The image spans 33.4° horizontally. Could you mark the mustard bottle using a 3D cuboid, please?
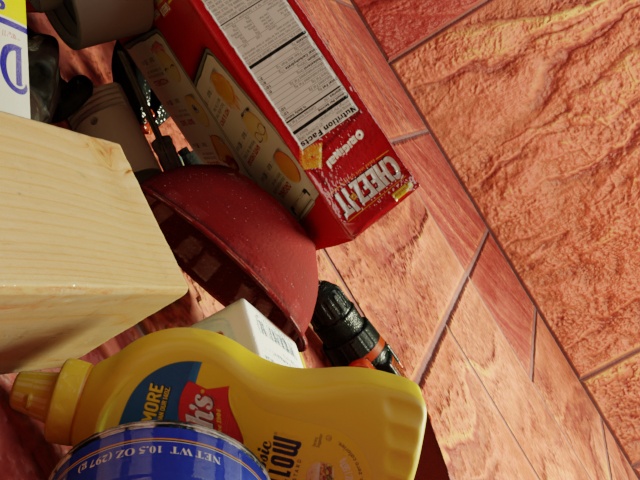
[{"bbox_3d":[-0.052,0.093,0.509,0.191,0.096,0.058,14,9,-2],"label":"mustard bottle"}]

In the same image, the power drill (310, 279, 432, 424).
[{"bbox_3d":[0.041,0.136,0.903,0.184,0.057,0.187,54,15,-17],"label":"power drill"}]

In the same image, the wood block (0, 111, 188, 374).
[{"bbox_3d":[-0.153,0.003,0.457,0.091,0.090,0.206,62,14,11],"label":"wood block"}]

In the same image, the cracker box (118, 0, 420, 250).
[{"bbox_3d":[-0.044,-0.096,0.727,0.213,0.072,0.164,55,-20,-7],"label":"cracker box"}]

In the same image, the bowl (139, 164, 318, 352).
[{"bbox_3d":[-0.055,0.001,0.704,0.162,0.055,0.162,38,-15,12],"label":"bowl"}]

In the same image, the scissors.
[{"bbox_3d":[-0.113,-0.069,0.776,0.096,0.016,0.201,-118,-173,-54],"label":"scissors"}]

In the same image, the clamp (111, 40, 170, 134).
[{"bbox_3d":[-0.126,-0.167,0.823,0.120,0.039,0.171,44,54,-45],"label":"clamp"}]
